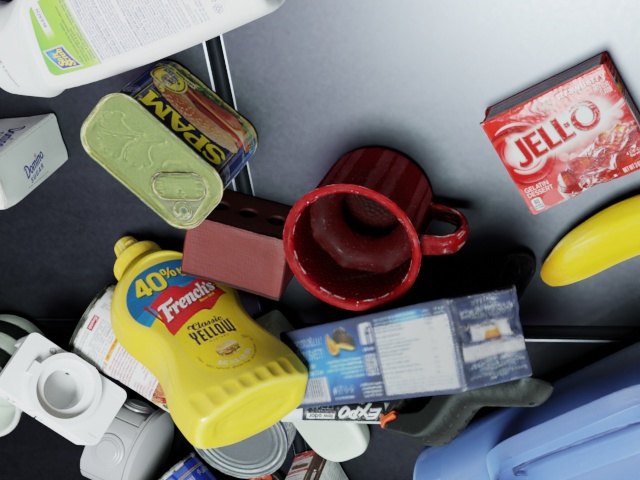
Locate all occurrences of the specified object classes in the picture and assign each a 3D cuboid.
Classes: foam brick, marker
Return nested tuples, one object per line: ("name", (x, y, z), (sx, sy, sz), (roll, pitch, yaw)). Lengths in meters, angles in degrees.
("foam brick", (-0.055, 0.001, 0.780), (0.078, 0.053, 0.051), (15, 121, 9))
("marker", (0.030, 0.131, 0.818), (0.121, 0.020, 0.020), (3, 121, -9))

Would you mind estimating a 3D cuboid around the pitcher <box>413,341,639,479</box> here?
("pitcher", (0.180, 0.151, 0.734), (0.243, 0.144, 0.149), (-30, 105, 32))

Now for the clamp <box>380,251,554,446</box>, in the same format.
("clamp", (0.102, 0.099, 0.743), (0.039, 0.120, 0.172), (25, 124, -16))

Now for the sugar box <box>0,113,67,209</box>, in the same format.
("sugar box", (-0.291, -0.054, 0.805), (0.176, 0.093, 0.048), (-1, 118, 19))

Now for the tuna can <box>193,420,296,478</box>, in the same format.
("tuna can", (-0.063, 0.151, 0.875), (0.086, 0.033, 0.086), (8, 120, 14))

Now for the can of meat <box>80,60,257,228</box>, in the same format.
("can of meat", (-0.100, -0.070, 0.737), (0.102, 0.083, 0.058), (41, 122, -6))

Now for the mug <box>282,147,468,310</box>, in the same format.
("mug", (0.042, -0.012, 0.722), (0.117, 0.081, 0.093), (3, 118, 17))

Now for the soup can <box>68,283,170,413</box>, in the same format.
("soup can", (-0.139, 0.087, 0.846), (0.102, 0.068, 0.069), (29, 123, 2))

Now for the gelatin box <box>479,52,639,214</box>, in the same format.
("gelatin box", (0.158, -0.067, 0.684), (0.089, 0.030, 0.073), (-24, 107, 28))

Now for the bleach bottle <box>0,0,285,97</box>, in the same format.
("bleach bottle", (-0.149, -0.162, 0.717), (0.251, 0.068, 0.102), (-14, 112, 27))

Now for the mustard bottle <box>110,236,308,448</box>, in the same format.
("mustard bottle", (-0.099, 0.061, 0.784), (0.192, 0.096, 0.058), (46, 143, 34))
